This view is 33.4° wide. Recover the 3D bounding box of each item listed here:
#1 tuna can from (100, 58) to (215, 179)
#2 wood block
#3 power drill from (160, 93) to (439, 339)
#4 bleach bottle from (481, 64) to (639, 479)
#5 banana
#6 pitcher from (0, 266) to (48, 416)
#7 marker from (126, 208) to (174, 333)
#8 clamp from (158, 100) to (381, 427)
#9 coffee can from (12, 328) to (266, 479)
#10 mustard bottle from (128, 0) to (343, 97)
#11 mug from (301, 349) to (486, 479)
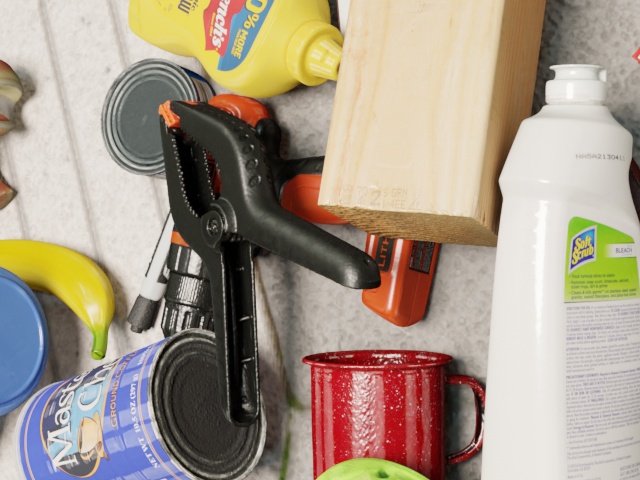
[{"bbox_3d":[-0.117,-0.088,0.781,0.086,0.033,0.086,-3,84,27],"label":"tuna can"},{"bbox_3d":[0.070,-0.107,0.602,0.090,0.090,0.206,5,81,25],"label":"wood block"},{"bbox_3d":[-0.018,0.001,0.710,0.188,0.057,0.184,12,91,27],"label":"power drill"},{"bbox_3d":[0.137,0.035,0.568,0.068,0.102,0.251,7,97,52],"label":"bleach bottle"},{"bbox_3d":[-0.222,0.030,0.812,0.198,0.037,0.069,16,55,32],"label":"banana"},{"bbox_3d":[-0.312,0.093,0.793,0.243,0.149,0.145,-10,67,37],"label":"pitcher"},{"bbox_3d":[-0.114,0.011,0.779,0.020,0.020,0.121,25,97,26],"label":"marker"},{"bbox_3d":[-0.054,0.001,0.666,0.210,0.036,0.165,57,131,30],"label":"clamp"},{"bbox_3d":[-0.121,0.127,0.712,0.141,0.102,0.103,-24,75,35],"label":"coffee can"},{"bbox_3d":[-0.049,-0.150,0.720,0.192,0.058,0.096,34,100,36],"label":"mustard bottle"},{"bbox_3d":[0.047,0.112,0.658,0.117,0.093,0.081,-1,90,-10],"label":"mug"}]
